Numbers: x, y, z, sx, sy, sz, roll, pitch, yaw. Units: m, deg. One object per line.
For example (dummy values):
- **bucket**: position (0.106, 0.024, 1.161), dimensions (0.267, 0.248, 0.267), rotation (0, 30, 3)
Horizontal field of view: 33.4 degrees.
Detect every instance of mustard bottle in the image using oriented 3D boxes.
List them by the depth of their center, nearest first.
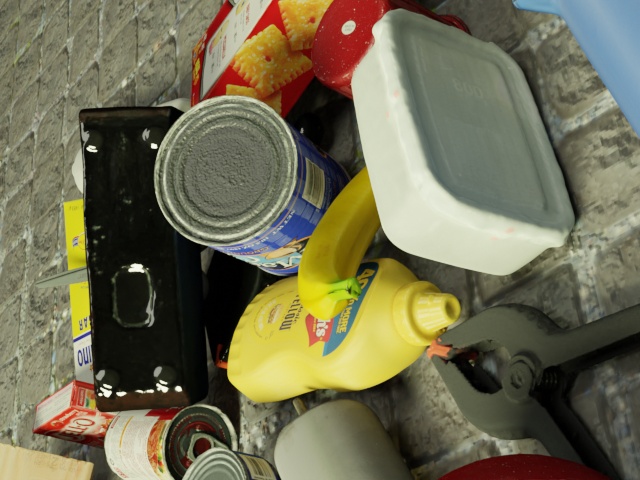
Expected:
- **mustard bottle**: position (0.019, 0.059, 0.729), dimensions (0.192, 0.058, 0.096), rotation (-15, 38, 48)

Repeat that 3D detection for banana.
- **banana**: position (0.023, -0.002, 0.711), dimensions (0.070, 0.037, 0.197), rotation (-24, 23, 28)

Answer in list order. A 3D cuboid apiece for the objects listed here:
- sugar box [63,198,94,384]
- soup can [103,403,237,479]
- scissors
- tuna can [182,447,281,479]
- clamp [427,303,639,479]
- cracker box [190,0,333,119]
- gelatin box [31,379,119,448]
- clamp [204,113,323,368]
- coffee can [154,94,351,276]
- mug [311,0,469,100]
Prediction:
- **sugar box**: position (-0.197, 0.048, 0.993), dimensions (0.094, 0.048, 0.176), rotation (-6, 86, 52)
- **soup can**: position (-0.123, 0.166, 0.862), dimensions (0.102, 0.068, 0.068), rotation (-11, 65, 51)
- **scissors**: position (-0.168, 0.038, 0.922), dimensions (0.202, 0.016, 0.096), rotation (-28, 65, 24)
- **tuna can**: position (-0.061, 0.183, 0.709), dimensions (0.086, 0.033, 0.086), rotation (-27, 54, 43)
- **clamp**: position (0.130, 0.071, 0.598), dimensions (0.172, 0.039, 0.120), rotation (27, 96, 50)
- **cracker box**: position (-0.023, -0.192, 0.868), dimensions (0.214, 0.072, 0.164), rotation (-52, 22, 22)
- **gelatin box**: position (-0.211, 0.160, 0.970), dimensions (0.089, 0.073, 0.030), rotation (-33, 45, 45)
- **clamp**: position (-0.056, 0.001, 0.878), dimensions (0.165, 0.036, 0.210), rotation (-27, 52, 47)
- **coffee can**: position (-0.041, -0.034, 0.760), dimensions (0.103, 0.140, 0.103), rotation (-3, 79, 18)
- **mug**: position (0.048, -0.124, 0.763), dimensions (0.093, 0.081, 0.117), rotation (-25, 55, 45)
